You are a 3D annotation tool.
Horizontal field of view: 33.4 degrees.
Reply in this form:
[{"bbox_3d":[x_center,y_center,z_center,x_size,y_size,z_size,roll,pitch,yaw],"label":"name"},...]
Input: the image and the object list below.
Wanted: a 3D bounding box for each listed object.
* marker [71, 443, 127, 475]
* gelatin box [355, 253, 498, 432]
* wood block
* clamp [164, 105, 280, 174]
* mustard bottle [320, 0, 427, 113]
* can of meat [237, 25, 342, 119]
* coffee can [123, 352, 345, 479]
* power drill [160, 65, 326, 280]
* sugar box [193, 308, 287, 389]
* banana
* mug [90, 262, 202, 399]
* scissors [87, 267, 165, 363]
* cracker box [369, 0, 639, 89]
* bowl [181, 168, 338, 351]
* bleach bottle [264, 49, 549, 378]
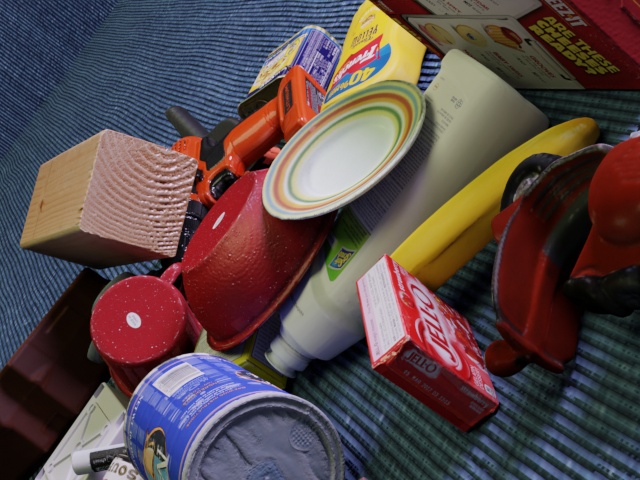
[{"bbox_3d":[-0.133,0.162,0.822,0.121,0.020,0.020,-12,35,11],"label":"marker"},{"bbox_3d":[0.059,0.057,0.608,0.030,0.073,0.089,-44,24,18],"label":"gelatin box"},{"bbox_3d":[-0.200,-0.032,0.981,0.206,0.090,0.091,-8,67,61],"label":"wood block"},{"bbox_3d":[-0.115,-0.088,1.135,0.210,0.036,0.164,-18,69,48],"label":"clamp"},{"bbox_3d":[0.046,-0.140,0.931,0.096,0.058,0.191,-22,38,42],"label":"mustard bottle"},{"bbox_3d":[-0.030,-0.165,1.111,0.102,0.057,0.084,-26,34,48],"label":"can of meat"},{"bbox_3d":[-0.060,0.135,0.686,0.103,0.102,0.140,-57,23,-10],"label":"coffee can"},{"bbox_3d":[-0.073,-0.065,0.977,0.188,0.057,0.184,-31,37,22],"label":"power drill"},{"bbox_3d":[-0.054,0.059,0.857,0.093,0.048,0.176,-35,25,37],"label":"sugar box"},{"bbox_3d":[0.090,-0.009,0.661,0.198,0.037,0.069,-44,-8,17],"label":"banana"},{"bbox_3d":[-0.138,0.071,0.897,0.117,0.093,0.081,-61,-19,-22],"label":"mug"},{"bbox_3d":[-0.167,0.057,1.005,0.096,0.016,0.201,-68,-11,13],"label":"scissors"},{"bbox_3d":[0.118,-0.173,0.707,0.072,0.164,0.214,-58,23,-7],"label":"cracker box"},{"bbox_3d":[-0.055,0.001,0.797,0.162,0.055,0.162,-47,19,21],"label":"bowl"},{"bbox_3d":[0.047,-0.010,0.745,0.251,0.068,0.102,-51,22,11],"label":"bleach bottle"}]
